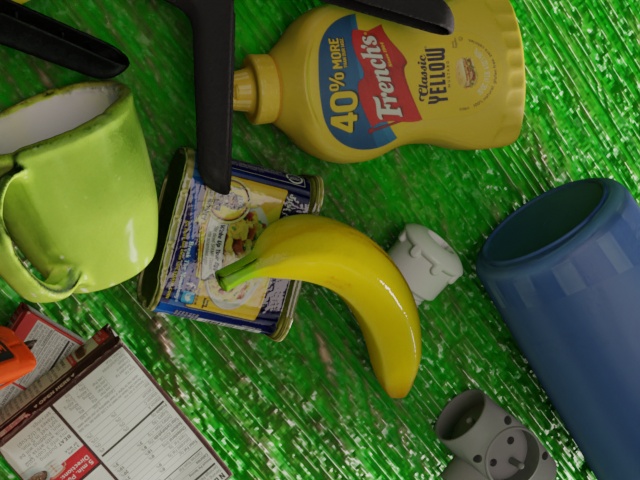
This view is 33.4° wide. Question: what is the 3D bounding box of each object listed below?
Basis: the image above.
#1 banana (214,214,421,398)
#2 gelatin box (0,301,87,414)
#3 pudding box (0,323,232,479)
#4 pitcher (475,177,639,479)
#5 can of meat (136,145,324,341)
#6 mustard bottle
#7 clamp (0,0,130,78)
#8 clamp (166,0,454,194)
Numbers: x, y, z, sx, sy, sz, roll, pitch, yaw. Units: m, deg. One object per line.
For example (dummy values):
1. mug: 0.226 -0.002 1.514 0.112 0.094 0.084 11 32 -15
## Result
1. banana: 0.017 0.034 0.623 0.070 0.037 0.197 -43 136 8
2. gelatin box: -0.154 0.090 0.614 0.089 0.030 0.073 35 83 -24
3. pudding box: -0.117 0.118 0.596 0.090 0.039 0.113 -40 115 -14
4. pitcher: 0.212 0.076 0.710 0.145 0.149 0.243 -34 105 2
5. can of meat: -0.054 0.001 0.627 0.083 0.057 0.102 14 92 -20
6. mustard bottle: 0.028 -0.096 0.645 0.191 0.058 0.096 -7 99 -20
7. clamp: -0.171 -0.118 0.527 0.171 0.039 0.120 -17 126 -13
8. clamp: -0.037 -0.152 0.589 0.164 0.036 0.210 -29 87 -3
